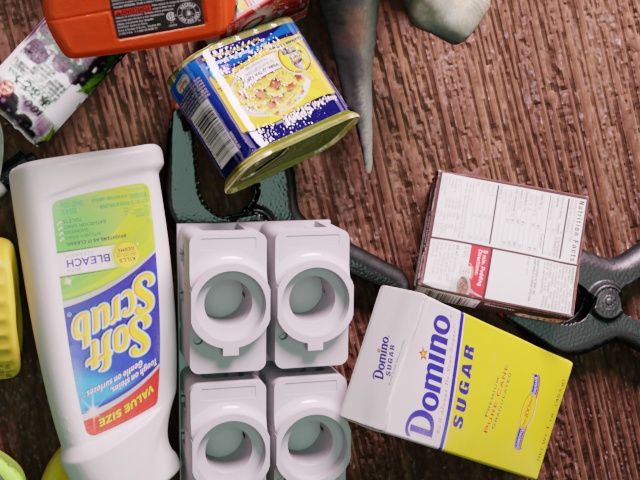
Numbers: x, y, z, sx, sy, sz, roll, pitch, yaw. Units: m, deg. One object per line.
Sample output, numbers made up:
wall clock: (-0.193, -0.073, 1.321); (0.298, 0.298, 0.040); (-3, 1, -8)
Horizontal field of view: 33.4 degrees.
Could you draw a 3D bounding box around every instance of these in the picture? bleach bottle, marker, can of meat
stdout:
bleach bottle: (-0.134, 0.068, 0.704); (0.102, 0.068, 0.251); (-11, 92, -26)
marker: (-0.241, -0.021, 0.714); (0.121, 0.020, 0.020); (-36, 98, -8)
can of meat: (-0.039, -0.091, 0.703); (0.101, 0.058, 0.084); (-28, 83, -33)

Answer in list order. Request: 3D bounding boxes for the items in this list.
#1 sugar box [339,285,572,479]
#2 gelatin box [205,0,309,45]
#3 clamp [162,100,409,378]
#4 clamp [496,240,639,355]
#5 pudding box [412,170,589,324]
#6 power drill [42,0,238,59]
sugar box: (0.098, 0.101, 0.732); (0.176, 0.048, 0.093); (24, 81, -43)
gelatin box: (-0.043, -0.156, 0.714); (0.073, 0.089, 0.030); (-31, 88, -9)
clamp: (-0.055, 0.001, 0.743); (0.164, 0.036, 0.210); (-37, 102, -9)
clamp: (0.216, 0.054, 0.798); (0.171, 0.039, 0.120); (-11, 84, -5)
pudding box: (0.129, 0.004, 0.762); (0.113, 0.039, 0.090); (11, 78, 0)
power drill: (-0.129, -0.179, 0.655); (0.184, 0.188, 0.057); (-12, 128, -4)
